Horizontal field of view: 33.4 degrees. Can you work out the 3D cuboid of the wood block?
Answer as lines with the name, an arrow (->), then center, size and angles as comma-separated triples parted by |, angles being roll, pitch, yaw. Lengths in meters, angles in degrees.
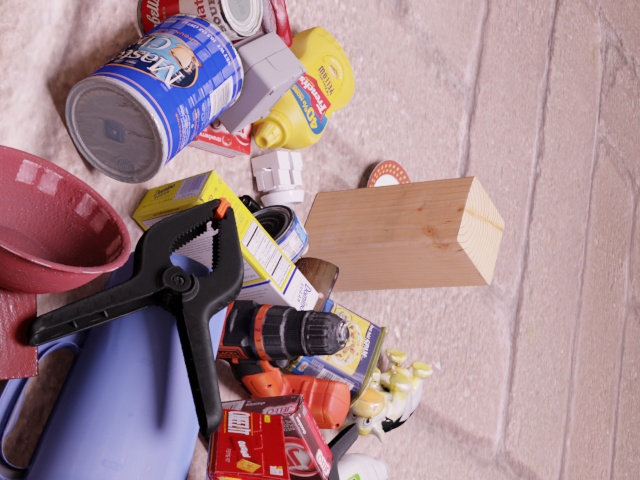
wood block -> 0.090, -0.004, 1.212 | 0.090, 0.206, 0.090 | 50, 47, -40

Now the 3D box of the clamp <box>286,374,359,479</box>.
clamp -> 0.000, 0.236, 1.144 | 0.120, 0.039, 0.171 | 29, 42, -29

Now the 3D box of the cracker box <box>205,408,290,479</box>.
cracker box -> -0.079, 0.276, 0.938 | 0.164, 0.072, 0.214 | -118, -144, -79

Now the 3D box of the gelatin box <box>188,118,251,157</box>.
gelatin box -> -0.106, -0.129, 1.092 | 0.089, 0.030, 0.073 | 12, 77, -55

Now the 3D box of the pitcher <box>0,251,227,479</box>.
pitcher -> -0.167, 0.128, 0.901 | 0.149, 0.145, 0.242 | 61, 36, -51

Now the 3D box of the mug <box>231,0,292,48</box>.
mug -> -0.068, -0.230, 1.089 | 0.093, 0.117, 0.081 | -24, 114, -30

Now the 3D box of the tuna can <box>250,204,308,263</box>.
tuna can -> -0.057, 0.001, 1.101 | 0.033, 0.086, 0.086 | 60, 41, -30

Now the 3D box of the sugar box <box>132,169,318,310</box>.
sugar box -> -0.088, 0.015, 1.026 | 0.176, 0.094, 0.048 | 50, 47, -31

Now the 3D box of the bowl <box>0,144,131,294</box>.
bowl -> -0.230, -0.008, 0.826 | 0.161, 0.162, 0.055 | 0, 130, -56

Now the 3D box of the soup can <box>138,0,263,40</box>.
soup can -> -0.115, -0.220, 1.024 | 0.068, 0.102, 0.068 | 8, 80, -56

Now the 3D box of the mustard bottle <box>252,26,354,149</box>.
mustard bottle -> -0.026, -0.155, 1.176 | 0.096, 0.058, 0.191 | 63, 36, -24

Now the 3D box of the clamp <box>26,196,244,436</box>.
clamp -> -0.130, 0.041, 0.871 | 0.164, 0.036, 0.210 | 23, 52, -7

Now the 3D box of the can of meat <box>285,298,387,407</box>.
can of meat -> 0.018, 0.122, 1.191 | 0.084, 0.058, 0.102 | 30, 47, -7

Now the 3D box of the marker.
marker -> -0.053, -0.017, 1.169 | 0.121, 0.020, 0.020 | 40, 55, -47

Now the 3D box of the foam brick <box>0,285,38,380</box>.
foam brick -> -0.255, 0.070, 0.828 | 0.051, 0.053, 0.078 | 3, 85, -56

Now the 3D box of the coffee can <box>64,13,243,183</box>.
coffee can -> -0.147, -0.130, 0.965 | 0.140, 0.103, 0.103 | -51, 128, -45

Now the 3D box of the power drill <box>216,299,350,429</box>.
power drill -> -0.035, 0.122, 1.051 | 0.187, 0.185, 0.057 | 59, 40, -48

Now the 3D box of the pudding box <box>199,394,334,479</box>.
pudding box -> -0.054, 0.200, 1.059 | 0.090, 0.114, 0.039 | 66, 32, -26
